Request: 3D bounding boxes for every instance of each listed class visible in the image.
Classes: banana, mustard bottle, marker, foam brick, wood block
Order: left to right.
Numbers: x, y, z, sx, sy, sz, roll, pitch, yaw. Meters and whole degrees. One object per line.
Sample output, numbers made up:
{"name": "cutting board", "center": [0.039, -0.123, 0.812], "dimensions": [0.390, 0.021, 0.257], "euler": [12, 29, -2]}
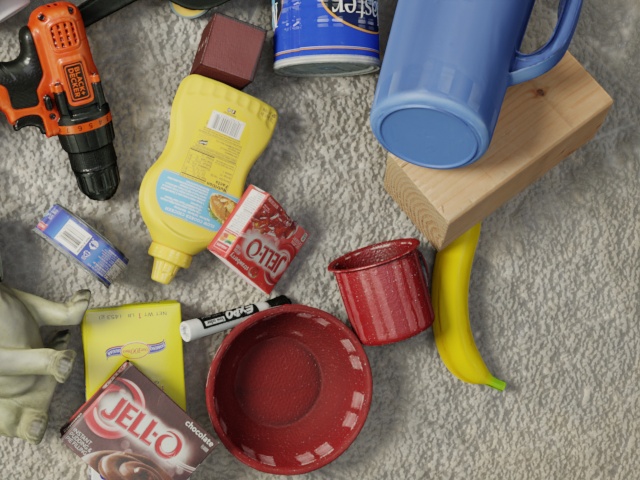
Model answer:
{"name": "mustard bottle", "center": [-0.116, -0.051, 0.999], "dimensions": [0.096, 0.058, 0.191], "euler": [22, 85, -20]}
{"name": "foam brick", "center": [-0.087, -0.174, 0.995], "dimensions": [0.051, 0.078, 0.053], "euler": [17, 84, -14]}
{"name": "marker", "center": [-0.077, 0.072, 1.011], "dimensions": [0.120, 0.020, 0.020], "euler": [-13, 95, -37]}
{"name": "banana", "center": [0.142, 0.061, 1.082], "dimensions": [0.069, 0.037, 0.198], "euler": [-10, 95, -33]}
{"name": "wood block", "center": [0.171, -0.093, 1.044], "dimensions": [0.206, 0.090, 0.091], "euler": [-35, 75, -11]}

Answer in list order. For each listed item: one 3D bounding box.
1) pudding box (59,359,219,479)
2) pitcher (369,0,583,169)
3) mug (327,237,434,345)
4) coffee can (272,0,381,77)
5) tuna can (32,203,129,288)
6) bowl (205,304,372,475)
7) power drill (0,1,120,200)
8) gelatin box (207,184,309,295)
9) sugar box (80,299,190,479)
{"name": "pudding box", "center": [-0.162, 0.176, 0.955], "dimensions": [0.113, 0.039, 0.090], "euler": [44, 81, -14]}
{"name": "pitcher", "center": [0.135, -0.188, 0.976], "dimensions": [0.144, 0.149, 0.242], "euler": [32, 59, -25]}
{"name": "mug", "center": [0.069, 0.047, 1.041], "dimensions": [0.117, 0.093, 0.081], "euler": [-29, 106, -49]}
{"name": "coffee can", "center": [0.004, -0.230, 1.004], "dimensions": [0.102, 0.103, 0.140], "euler": [-2, 91, -15]}
{"name": "tuna can", "center": [-0.215, 0.005, 0.961], "dimensions": [0.086, 0.086, 0.033], "euler": [40, 80, -12]}
{"name": "bowl", "center": [-0.034, 0.140, 1.025], "dimensions": [0.162, 0.055, 0.162], "euler": [0, 91, -15]}
{"name": "power drill", "center": [-0.277, -0.101, 0.935], "dimensions": [0.187, 0.057, 0.184], "euler": [-20, 113, -21]}
{"name": "gelatin box", "center": [-0.057, 0.001, 1.007], "dimensions": [0.073, 0.030, 0.089], "euler": [-56, 143, -9]}
{"name": "sugar box", "center": [-0.173, 0.147, 0.995], "dimensions": [0.093, 0.048, 0.176], "euler": [-4, 91, -15]}
